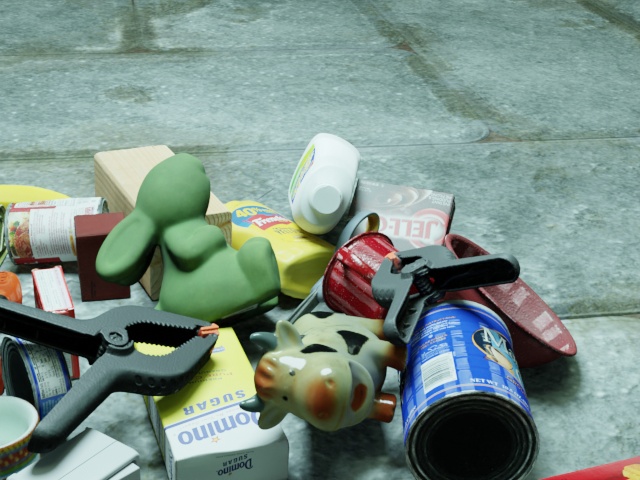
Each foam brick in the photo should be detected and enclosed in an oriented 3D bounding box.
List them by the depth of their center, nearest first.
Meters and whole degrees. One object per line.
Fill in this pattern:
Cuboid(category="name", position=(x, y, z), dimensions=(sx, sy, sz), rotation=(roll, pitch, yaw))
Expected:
Cuboid(category="foam brick", position=(-0.224, 0.016, 1.098), dimensions=(0.053, 0.078, 0.051), rotation=(-4, 28, -12))

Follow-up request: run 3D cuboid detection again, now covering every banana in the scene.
Cuboid(category="banana", position=(-0.376, -0.037, 1.250), dimensions=(0.197, 0.037, 0.070), rotation=(-7, 45, -14))

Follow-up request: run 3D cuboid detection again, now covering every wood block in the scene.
Cuboid(category="wood block", position=(-0.177, -0.026, 1.175), dimensions=(0.090, 0.090, 0.206), rotation=(-9, 28, -24))

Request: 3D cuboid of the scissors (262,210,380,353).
Cuboid(category="scissors", position=(0.011, 0.058, 1.080), dimensions=(0.016, 0.096, 0.201), rotation=(15, 60, 34))

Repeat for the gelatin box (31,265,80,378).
Cuboid(category="gelatin box", position=(-0.244, 0.075, 0.979), dimensions=(0.030, 0.073, 0.089), rotation=(-8, 28, -20))

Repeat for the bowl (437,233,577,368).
Cuboid(category="bowl", position=(0.161, 0.067, 0.996), dimensions=(0.162, 0.055, 0.162), rotation=(37, 16, -13))

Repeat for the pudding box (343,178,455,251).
Cuboid(category="pudding box", position=(0.085, -0.015, 1.178), dimensions=(0.113, 0.039, 0.090), rotation=(9, 60, 13))

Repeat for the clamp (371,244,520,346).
Cuboid(category="clamp", position=(0.080, 0.041, 0.896), dimensions=(0.120, 0.039, 0.172), rotation=(-26, 10, -17))

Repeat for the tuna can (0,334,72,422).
Cuboid(category="tuna can", position=(-0.234, 0.117, 0.881), dimensions=(0.033, 0.086, 0.086), rotation=(-13, 30, -31))

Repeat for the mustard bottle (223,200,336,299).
Cuboid(category="mustard bottle", position=(-0.058, 0.001, 1.161), dimensions=(0.096, 0.058, 0.192), rotation=(-4, 24, -37))

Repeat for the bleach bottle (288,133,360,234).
Cuboid(category="bleach bottle", position=(0.006, -0.062, 1.167), dimensions=(0.068, 0.102, 0.251), rotation=(26, 5, -5))

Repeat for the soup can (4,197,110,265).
Cuboid(category="soup can", position=(-0.280, -0.010, 1.149), dimensions=(0.102, 0.068, 0.068), rotation=(-4, 26, -1))

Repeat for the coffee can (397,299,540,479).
Cuboid(category="coffee can", position=(0.115, 0.126, 0.866), dimensions=(0.103, 0.103, 0.140), rotation=(2, 26, 0))

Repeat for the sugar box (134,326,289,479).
Cuboid(category="sugar box", position=(-0.095, 0.138, 0.892), dimensions=(0.093, 0.048, 0.176), rotation=(-7, 26, -19))

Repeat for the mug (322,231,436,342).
Cuboid(category="mug", position=(0.056, 0.044, 1.028), dimensions=(0.093, 0.117, 0.082), rotation=(-48, 47, -5))

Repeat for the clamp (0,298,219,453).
Cuboid(category="clamp", position=(-0.177, 0.085, 0.850), dimensions=(0.209, 0.036, 0.165), rotation=(-10, 44, -45))
